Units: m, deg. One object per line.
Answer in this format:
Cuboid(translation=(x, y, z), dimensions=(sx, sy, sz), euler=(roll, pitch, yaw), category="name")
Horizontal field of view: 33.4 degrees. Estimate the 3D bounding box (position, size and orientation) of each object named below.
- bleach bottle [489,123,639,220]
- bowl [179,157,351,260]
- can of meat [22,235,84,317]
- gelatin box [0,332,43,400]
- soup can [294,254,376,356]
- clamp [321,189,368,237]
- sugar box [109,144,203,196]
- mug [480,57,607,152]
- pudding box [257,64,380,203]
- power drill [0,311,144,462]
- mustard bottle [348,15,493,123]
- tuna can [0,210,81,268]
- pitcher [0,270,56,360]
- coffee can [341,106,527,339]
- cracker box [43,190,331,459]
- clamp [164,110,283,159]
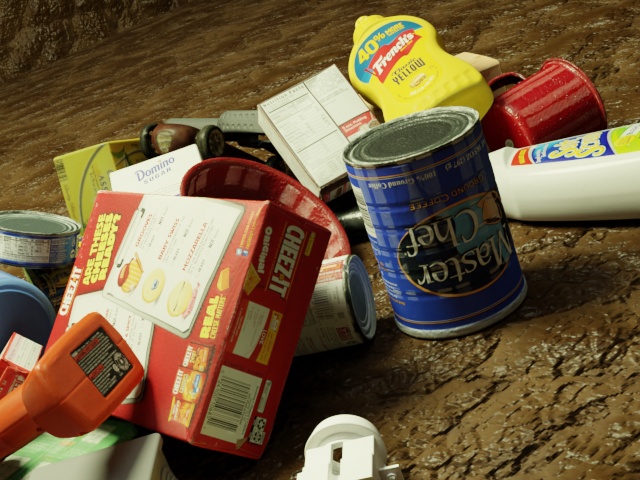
Cuboid(translation=(0.205, -0.050, 0.880), dimensions=(0.251, 0.068, 0.102), euler=(-6, 24, 37), category="bleach bottle")
Cuboid(translation=(-0.056, 0.001, 0.919), dimensions=(0.055, 0.162, 0.162), euler=(-57, -1, 33), category="bowl")
Cuboid(translation=(-0.230, 0.038, 1.012), dimensions=(0.083, 0.057, 0.102), euler=(-23, 29, -18), category="can of meat")
Cuboid(translation=(-0.249, 0.119, 0.834), dimensions=(0.073, 0.030, 0.089), euler=(-60, 13, 2), category="gelatin box")
Cuboid(translation=(-0.016, 0.052, 0.808), dimensions=(0.102, 0.068, 0.068), euler=(-12, 22, 17), category="soup can")
Cuboid(translation=(0.018, -0.025, 1.013), dimensions=(0.171, 0.039, 0.120), euler=(-15, 20, 11), category="clamp")
Cuboid(translation=(-0.136, -0.007, 0.996), dimensions=(0.093, 0.048, 0.176), euler=(-19, 46, -1), category="sugar box")
Cuboid(translation=(0.198, -0.118, 0.999), dimensions=(0.081, 0.093, 0.117), euler=(-31, 56, -16), category="mug")
Cuboid(translation=(0.006, -0.100, 1.006), dimensions=(0.090, 0.039, 0.113), euler=(-30, 67, -13), category="pudding box")
Cuboid(translation=(-0.212, 0.131, 0.676), dimensions=(0.188, 0.057, 0.184), euler=(-34, 9, 20), category="power drill")
Cuboid(translation=(0.080, -0.164, 1.024), dimensions=(0.096, 0.058, 0.192), euler=(-38, 45, 6), category="mustard bottle")
Cuboid(translation=(-0.261, -0.001, 0.965), dimensions=(0.086, 0.034, 0.086), euler=(8, 12, -2), category="tuna can")
Cuboid(translation=(-0.348, 0.081, 0.974), dimensions=(0.144, 0.149, 0.243), euler=(-17, 18, -40), category="pitcher")
Cuboid(translation=(0.084, -0.014, 0.781), dimensions=(0.103, 0.140, 0.103), euler=(-17, 21, 6), category="coffee can")
Cuboid(translation=(-0.104, 0.053, 0.768), dimensions=(0.214, 0.072, 0.164), euler=(5, 75, 48), category="cracker box")
Cuboid(translation=(-0.069, -0.121, 1.203), dimensions=(0.164, 0.036, 0.210), euler=(8, -3, -27), category="clamp")
